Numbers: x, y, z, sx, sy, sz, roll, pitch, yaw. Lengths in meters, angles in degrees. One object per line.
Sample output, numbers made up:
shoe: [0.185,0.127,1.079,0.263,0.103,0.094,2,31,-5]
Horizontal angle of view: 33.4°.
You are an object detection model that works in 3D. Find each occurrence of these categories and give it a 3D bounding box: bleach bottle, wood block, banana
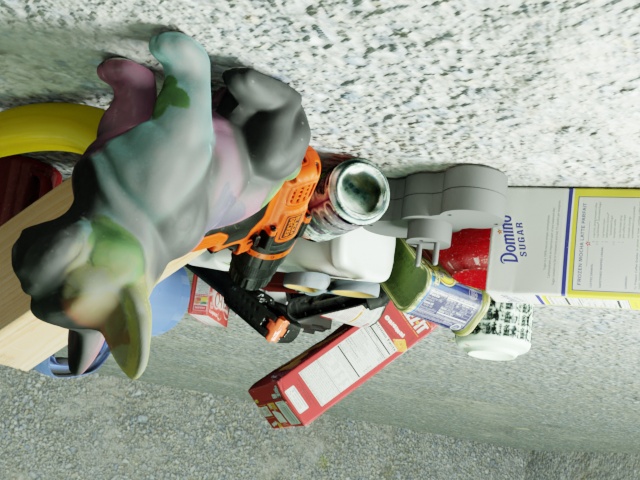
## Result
bleach bottle: [-0.057,0.001,1.058,0.251,0.068,0.102,1,167,33]
wood block: [-0.214,0.017,0.929,0.206,0.091,0.090,-34,155,9]
banana: [-0.201,-0.076,0.814,0.198,0.069,0.037,15,145,32]

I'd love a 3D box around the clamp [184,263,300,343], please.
clamp: [-0.082,0.068,1.198,0.164,0.036,0.210,32,-179,-14]

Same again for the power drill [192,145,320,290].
power drill: [-0.097,0.005,0.859,0.187,0.057,0.185,-23,154,-31]

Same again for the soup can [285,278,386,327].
soup can: [0.020,0.059,1.234,0.102,0.068,0.069,18,163,-37]

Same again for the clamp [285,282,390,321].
clamp: [0.046,0.057,1.147,0.120,0.039,0.171,-5,-178,31]

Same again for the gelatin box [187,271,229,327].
gelatin box: [-0.134,0.065,1.332,0.030,0.073,0.089,5,166,13]

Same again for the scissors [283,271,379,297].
scissors: [0.011,0.047,1.023,0.096,0.016,0.201,7,174,6]

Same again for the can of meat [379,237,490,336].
can of meat: [0.106,0.040,1.061,0.083,0.057,0.102,21,-157,-35]

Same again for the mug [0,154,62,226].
mug: [-0.283,-0.034,0.998,0.093,0.081,0.117,18,163,-36]

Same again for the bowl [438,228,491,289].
bowl: [0.170,0.012,0.990,0.162,0.055,0.162,8,166,2]

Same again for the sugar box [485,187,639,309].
sugar box: [0.227,0.007,0.859,0.176,0.093,0.048,2,165,25]

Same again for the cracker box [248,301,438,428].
cracker box: [0.024,0.149,1.344,0.213,0.072,0.164,-35,179,-19]
